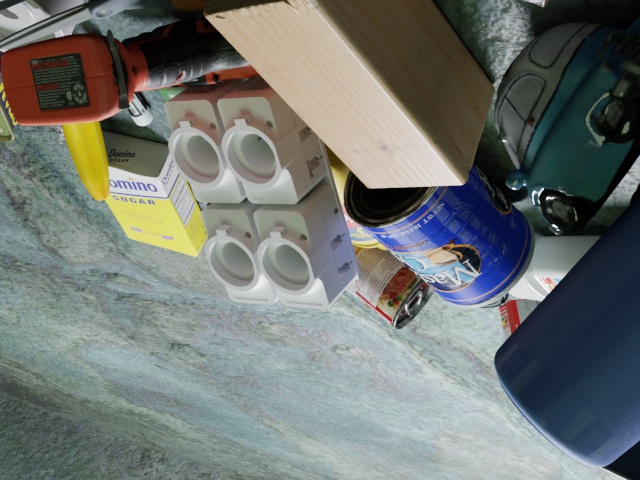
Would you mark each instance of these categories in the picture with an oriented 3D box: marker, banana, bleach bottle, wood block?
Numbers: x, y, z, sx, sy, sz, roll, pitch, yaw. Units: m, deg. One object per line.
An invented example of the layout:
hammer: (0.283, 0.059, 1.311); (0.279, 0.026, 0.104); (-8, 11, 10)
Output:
marker: (-0.182, -0.144, 0.960); (0.020, 0.020, 0.121); (11, 156, 21)
banana: (-0.226, -0.115, 0.999); (0.037, 0.069, 0.198); (-12, 151, -10)
bleach bottle: (0.259, 0.035, 0.943); (0.251, 0.068, 0.102); (4, 152, 39)
wood block: (0.027, -0.128, 0.730); (0.091, 0.090, 0.205); (0, 150, 38)

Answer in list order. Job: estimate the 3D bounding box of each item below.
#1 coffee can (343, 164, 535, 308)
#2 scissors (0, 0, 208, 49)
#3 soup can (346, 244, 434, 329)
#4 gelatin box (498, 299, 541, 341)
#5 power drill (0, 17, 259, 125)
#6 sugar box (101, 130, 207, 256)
coffee can: (0.101, -0.020, 0.895); (0.103, 0.102, 0.140); (-3, 148, 44)
scissors: (-0.139, -0.170, 0.782); (0.202, 0.016, 0.096); (-21, 159, 36)
soup can: (0.056, 0.031, 1.051); (0.102, 0.068, 0.068); (38, 164, 20)
gelatin box: (0.226, 0.094, 1.049); (0.089, 0.073, 0.030); (-3, 162, -14)
power drill: (-0.133, -0.129, 0.775); (0.185, 0.187, 0.057); (-2, 106, 39)
sugar box: (-0.186, -0.048, 1.147); (0.093, 0.048, 0.176); (14, 158, 16)
